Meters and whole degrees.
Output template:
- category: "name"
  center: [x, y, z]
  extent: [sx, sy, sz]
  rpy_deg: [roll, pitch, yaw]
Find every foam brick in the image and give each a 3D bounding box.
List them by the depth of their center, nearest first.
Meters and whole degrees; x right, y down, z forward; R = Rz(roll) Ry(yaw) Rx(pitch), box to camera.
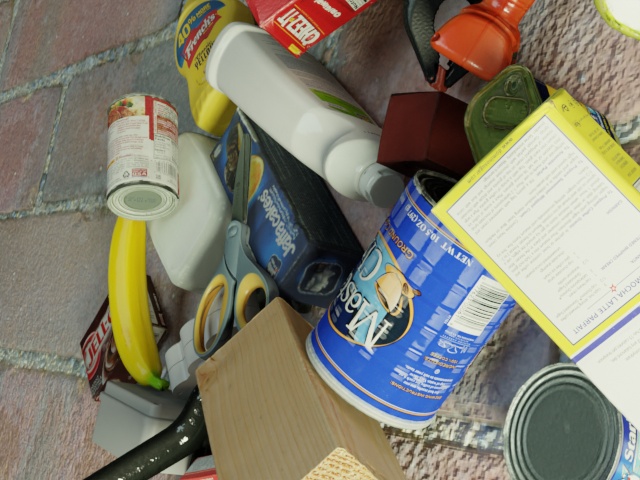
- category: "foam brick"
  center: [0.088, -0.067, 0.751]
  extent: [0.053, 0.078, 0.051]
  rpy_deg: [6, 78, 54]

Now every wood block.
- category: "wood block"
  center: [-0.014, 0.137, 0.728]
  extent: [0.091, 0.090, 0.206]
  rpy_deg: [-43, 24, 6]

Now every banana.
- category: "banana"
  center: [-0.175, 0.058, 1.022]
  extent: [0.070, 0.037, 0.198]
  rpy_deg: [-30, 64, 38]

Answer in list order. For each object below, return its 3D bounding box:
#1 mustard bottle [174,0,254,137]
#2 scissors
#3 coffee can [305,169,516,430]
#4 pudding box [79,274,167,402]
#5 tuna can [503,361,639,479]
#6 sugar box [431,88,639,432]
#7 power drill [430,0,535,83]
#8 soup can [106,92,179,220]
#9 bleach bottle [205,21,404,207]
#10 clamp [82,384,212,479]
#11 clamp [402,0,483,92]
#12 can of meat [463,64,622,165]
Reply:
- category: "mustard bottle"
  center: [-0.105, -0.196, 1.087]
  extent: [0.096, 0.058, 0.192]
  rpy_deg: [-46, 41, 23]
- category: "scissors"
  center: [-0.056, 0.001, 0.861]
  extent: [0.096, 0.016, 0.201]
  rpy_deg: [-1, 69, 45]
- category: "coffee can"
  center: [0.069, 0.039, 0.707]
  extent: [0.140, 0.102, 0.103]
  rpy_deg: [-58, 37, 20]
- category: "pudding box"
  center: [-0.207, 0.101, 1.110]
  extent: [0.114, 0.039, 0.090]
  rpy_deg: [-55, 39, 23]
- category: "tuna can"
  center: [0.150, 0.116, 0.623]
  extent: [0.086, 0.033, 0.086]
  rpy_deg: [-27, 54, 45]
- category: "sugar box"
  center: [0.154, 0.014, 0.570]
  extent: [0.176, 0.048, 0.093]
  rpy_deg: [47, 122, 4]
- category: "power drill"
  center: [0.142, -0.192, 0.674]
  extent: [0.188, 0.057, 0.184]
  rpy_deg: [-58, -6, 17]
- category: "soup can"
  center: [-0.167, -0.078, 1.003]
  extent: [0.069, 0.068, 0.102]
  rpy_deg: [-34, 50, 41]
- category: "bleach bottle"
  center: [-0.007, -0.099, 0.871]
  extent: [0.068, 0.102, 0.251]
  rpy_deg: [-64, 34, 19]
- category: "clamp"
  center: [-0.088, 0.158, 0.877]
  extent: [0.210, 0.164, 0.036]
  rpy_deg: [-45, 59, 0]
- category: "clamp"
  center: [0.098, -0.197, 0.775]
  extent: [0.039, 0.120, 0.171]
  rpy_deg: [-41, -25, -80]
- category: "can of meat"
  center: [0.145, -0.048, 0.658]
  extent: [0.058, 0.083, 0.102]
  rpy_deg: [-42, 45, 36]
